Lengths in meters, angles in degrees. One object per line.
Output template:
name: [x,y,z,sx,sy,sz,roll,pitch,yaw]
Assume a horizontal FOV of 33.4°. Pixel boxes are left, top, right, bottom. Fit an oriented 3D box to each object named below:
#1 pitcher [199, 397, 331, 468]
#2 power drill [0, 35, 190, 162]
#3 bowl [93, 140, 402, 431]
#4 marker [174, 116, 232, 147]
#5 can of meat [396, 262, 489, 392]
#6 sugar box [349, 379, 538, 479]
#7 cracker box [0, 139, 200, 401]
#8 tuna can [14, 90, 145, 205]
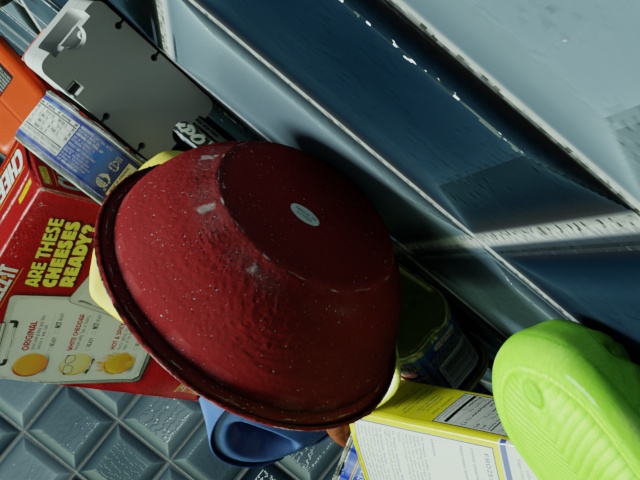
pitcher: [-0.073,0.076,1.007,0.144,0.149,0.243,11,-142,-35]
power drill: [-0.172,-0.083,0.778,0.185,0.057,0.187,41,-170,23]
bowl: [-0.019,0.005,0.490,0.162,0.055,0.162,24,-144,-19]
marker: [-0.086,-0.077,0.684,0.121,0.020,0.020,40,175,-6]
can of meat: [0.046,0.051,0.662,0.102,0.057,0.084,35,170,35]
sugar box: [0.098,0.131,0.569,0.177,0.048,0.093,2,115,45]
cracker box: [-0.142,0.026,0.752,0.213,0.164,0.072,15,-148,-39]
tuna can: [-0.132,-0.046,0.612,0.086,0.034,0.086,37,176,3]
